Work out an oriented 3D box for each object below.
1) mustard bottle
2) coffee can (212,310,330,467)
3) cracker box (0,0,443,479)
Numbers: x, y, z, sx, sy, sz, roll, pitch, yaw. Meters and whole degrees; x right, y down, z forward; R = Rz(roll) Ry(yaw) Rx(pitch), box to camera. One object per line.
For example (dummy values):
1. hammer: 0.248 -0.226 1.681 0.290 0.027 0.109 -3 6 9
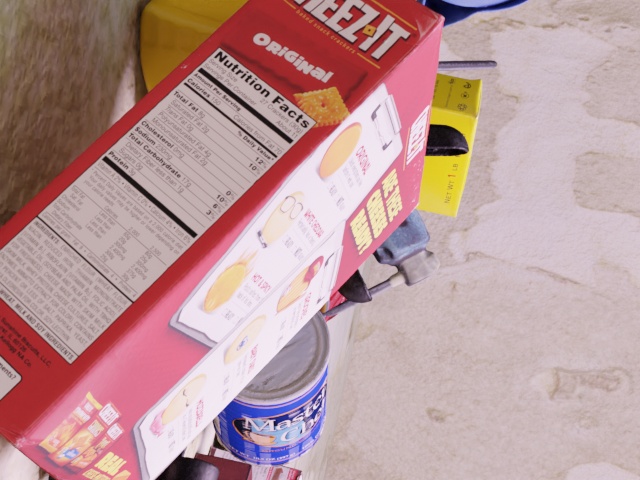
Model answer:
1. mustard bottle: -0.050 -0.039 0.586 0.058 0.096 0.192 -70 170 -53
2. coffee can: -0.044 0.117 0.894 0.140 0.103 0.102 92 12 -57
3. cracker box: -0.047 0.004 0.441 0.213 0.072 0.164 -46 164 -16
